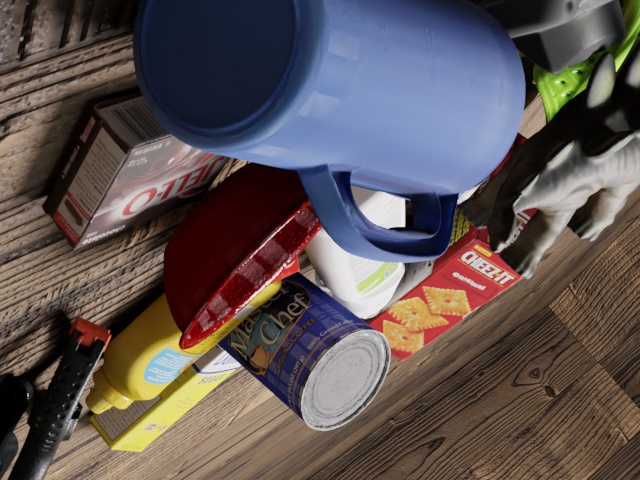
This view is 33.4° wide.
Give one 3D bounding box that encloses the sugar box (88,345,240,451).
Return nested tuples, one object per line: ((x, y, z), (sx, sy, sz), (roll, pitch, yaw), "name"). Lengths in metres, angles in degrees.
((-0.139, 0.139, 1.069), (0.176, 0.048, 0.093), (-39, 165, 0), "sugar box")

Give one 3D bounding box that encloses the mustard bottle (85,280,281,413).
((-0.125, 0.079, 0.900), (0.192, 0.058, 0.096), (-42, 163, 8), "mustard bottle")

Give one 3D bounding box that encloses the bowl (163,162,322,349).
((-0.053, -0.002, 0.717), (0.162, 0.055, 0.162), (-45, 173, -8), "bowl")

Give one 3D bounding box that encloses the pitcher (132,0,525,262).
((0.013, -0.082, 0.586), (0.145, 0.149, 0.242), (-55, 156, 18), "pitcher")

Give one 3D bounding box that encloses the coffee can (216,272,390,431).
((-0.021, 0.090, 0.960), (0.102, 0.140, 0.103), (-25, 132, -31), "coffee can")

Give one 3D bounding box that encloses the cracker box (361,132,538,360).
((0.134, 0.006, 1.084), (0.214, 0.072, 0.164), (-43, -159, 48), "cracker box")

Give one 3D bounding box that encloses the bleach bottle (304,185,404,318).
((0.029, 0.009, 0.958), (0.102, 0.068, 0.251), (-37, 154, -15), "bleach bottle")

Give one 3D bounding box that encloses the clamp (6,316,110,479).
((-0.210, 0.145, 0.823), (0.164, 0.036, 0.210), (-77, -166, -49), "clamp")

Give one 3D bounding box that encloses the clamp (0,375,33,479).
((-0.282, 0.179, 0.843), (0.120, 0.039, 0.172), (-35, 163, -34), "clamp")

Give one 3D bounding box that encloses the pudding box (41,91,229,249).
((-0.097, -0.049, 0.625), (0.113, 0.039, 0.090), (-24, 159, -47), "pudding box")
